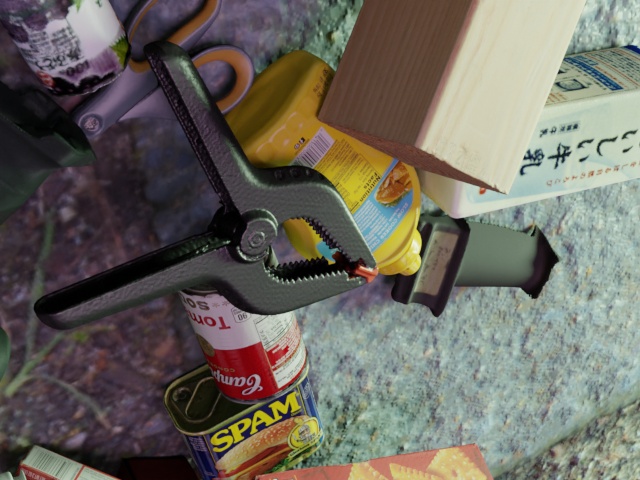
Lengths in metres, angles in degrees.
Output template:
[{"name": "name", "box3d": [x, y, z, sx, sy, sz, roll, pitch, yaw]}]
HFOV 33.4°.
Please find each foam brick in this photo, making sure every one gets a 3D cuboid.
[{"name": "foam brick", "box3d": [-0.122, 0.203, 0.775, 0.052, 0.051, 0.078, 5, 116, -33]}]

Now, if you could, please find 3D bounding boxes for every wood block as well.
[{"name": "wood block", "box3d": [0.092, -0.144, 0.625, 0.090, 0.091, 0.206, 21, 91, -41]}]

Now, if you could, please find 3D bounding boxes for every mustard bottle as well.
[{"name": "mustard bottle", "box3d": [0.014, -0.031, 0.704, 0.096, 0.058, 0.191, -49, 131, -3]}]

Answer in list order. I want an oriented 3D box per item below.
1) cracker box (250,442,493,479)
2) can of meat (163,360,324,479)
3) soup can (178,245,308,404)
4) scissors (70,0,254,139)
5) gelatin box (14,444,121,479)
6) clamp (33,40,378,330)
[{"name": "cracker box", "box3d": [0.011, 0.229, 0.819, 0.213, 0.072, 0.164, 1, 143, -36]}, {"name": "can of meat", "box3d": [-0.052, 0.128, 0.768, 0.102, 0.057, 0.084, -27, 132, -14]}, {"name": "soup can", "box3d": [-0.052, 0.050, 0.709, 0.068, 0.069, 0.102, -27, 129, -14]}, {"name": "scissors", "box3d": [-0.117, -0.065, 0.629, 0.096, 0.016, 0.202, 35, 97, -36]}, {"name": "gelatin box", "box3d": [-0.169, 0.190, 0.723, 0.089, 0.030, 0.073, 23, 110, 0]}, {"name": "clamp", "box3d": [-0.054, 0.001, 0.617, 0.209, 0.036, 0.164, 27, 96, -40]}]
